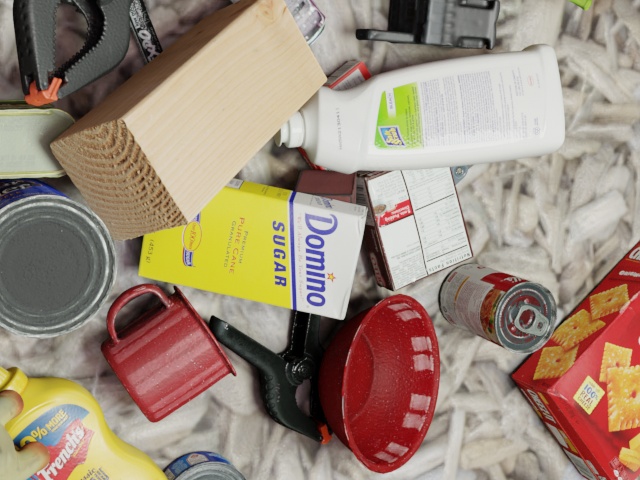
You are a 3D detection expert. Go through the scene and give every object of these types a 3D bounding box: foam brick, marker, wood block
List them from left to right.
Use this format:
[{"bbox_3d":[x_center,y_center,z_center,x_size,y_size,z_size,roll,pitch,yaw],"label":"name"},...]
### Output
[{"bbox_3d":[-0.139,-0.157,0.878,0.020,0.020,0.121,-27,109,-18],"label":"marker"},{"bbox_3d":[-0.095,-0.100,0.821,0.091,0.090,0.205,58,45,-21],"label":"wood block"},{"bbox_3d":[0.004,-0.016,0.931,0.051,0.053,0.078,3,118,4],"label":"foam brick"}]

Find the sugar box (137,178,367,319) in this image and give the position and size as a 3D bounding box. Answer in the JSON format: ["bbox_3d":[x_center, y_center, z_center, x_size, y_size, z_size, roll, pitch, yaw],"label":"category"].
[{"bbox_3d":[-0.056,0.001,0.885,0.176,0.048,0.093,12,107,3],"label":"sugar box"}]

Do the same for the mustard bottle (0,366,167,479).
[{"bbox_3d":[-0.216,0.170,0.880,0.096,0.058,0.191,-40,112,-9],"label":"mustard bottle"}]

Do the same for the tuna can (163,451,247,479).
[{"bbox_3d":[-0.106,0.233,0.954,0.086,0.034,0.086,-4,101,-24],"label":"tuna can"}]

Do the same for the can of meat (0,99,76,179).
[{"bbox_3d":[-0.240,-0.077,0.811,0.102,0.084,0.057,-4,101,-24],"label":"can of meat"}]

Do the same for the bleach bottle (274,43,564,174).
[{"bbox_3d":[0.083,-0.112,0.923,0.250,0.068,0.102,-5,85,-15],"label":"bleach bottle"}]

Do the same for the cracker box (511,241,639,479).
[{"bbox_3d":[0.325,0.131,1.111,0.213,0.072,0.164,-43,114,-13],"label":"cracker box"}]

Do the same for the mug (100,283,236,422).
[{"bbox_3d":[-0.134,0.089,0.884,0.081,0.093,0.117,-34,121,-11],"label":"mug"}]

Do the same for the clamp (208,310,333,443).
[{"bbox_3d":[-0.019,0.104,0.969,0.120,0.039,0.171,-36,119,-16],"label":"clamp"}]

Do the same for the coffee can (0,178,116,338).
[{"bbox_3d":[-0.220,0.008,0.803,0.102,0.140,0.103,-4,101,-24],"label":"coffee can"}]

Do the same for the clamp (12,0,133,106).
[{"bbox_3d":[-0.180,-0.199,0.797,0.164,0.036,0.210,40,60,-33],"label":"clamp"}]

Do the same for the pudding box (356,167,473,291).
[{"bbox_3d":[0.083,-0.021,0.975,0.090,0.039,0.113,-22,108,-20],"label":"pudding box"}]

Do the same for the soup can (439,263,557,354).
[{"bbox_3d":[0.166,0.063,1.009,0.068,0.102,0.068,-4,101,-24],"label":"soup can"}]

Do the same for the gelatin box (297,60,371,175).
[{"bbox_3d":[0.017,-0.106,0.952,0.089,0.030,0.073,-39,113,-11],"label":"gelatin box"}]

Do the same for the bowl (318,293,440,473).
[{"bbox_3d":[0.046,0.127,0.973,0.161,0.055,0.162,-7,98,-53],"label":"bowl"}]
